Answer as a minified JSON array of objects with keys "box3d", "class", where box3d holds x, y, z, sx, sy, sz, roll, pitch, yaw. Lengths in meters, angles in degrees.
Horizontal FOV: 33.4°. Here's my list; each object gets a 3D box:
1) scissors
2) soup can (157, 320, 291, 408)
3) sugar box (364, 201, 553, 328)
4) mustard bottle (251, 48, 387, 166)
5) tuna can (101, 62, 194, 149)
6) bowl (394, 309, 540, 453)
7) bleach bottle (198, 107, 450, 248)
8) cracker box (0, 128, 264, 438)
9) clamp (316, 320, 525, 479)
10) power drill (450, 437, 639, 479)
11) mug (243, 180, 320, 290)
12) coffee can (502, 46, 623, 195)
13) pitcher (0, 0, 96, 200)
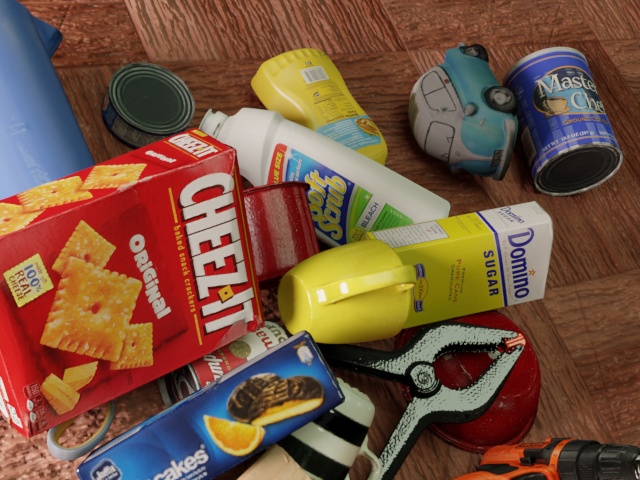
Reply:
[{"box3d":[-0.189,0.099,0.877,0.096,0.016,0.201,13,37,3],"class":"scissors"},{"box3d":[-0.076,0.112,0.898,0.102,0.069,0.068,-15,66,-35],"class":"soup can"},{"box3d":[0.128,0.025,0.997,0.176,0.093,0.048,-10,35,-13],"class":"sugar box"},{"box3d":[0.015,-0.109,1.104,0.096,0.058,0.192,-19,69,-43],"class":"mustard bottle"},{"box3d":[-0.168,-0.129,1.036,0.086,0.034,0.086,14,53,-20],"class":"tuna can"},{"box3d":[0.154,0.119,1.025,0.162,0.055,0.162,14,54,-19],"class":"bowl"},{"box3d":[-0.005,-0.051,1.039,0.251,0.103,0.068,28,28,-1],"class":"bleach bottle"},{"box3d":[-0.154,0.029,0.802,0.213,0.164,0.072,-24,32,-28],"class":"cracker box"},{"box3d":[0.089,0.138,0.948,0.210,0.036,0.164,-14,68,-7],"class":"clamp"},{"box3d":[0.154,0.210,0.880,0.187,0.185,0.057,-10,83,-34],"class":"power drill"},{"box3d":[-0.056,0.001,0.973,0.117,0.093,0.081,-15,81,6],"class":"mug"},{"box3d":[0.278,-0.138,1.236,0.102,0.103,0.140,4,57,-26],"class":"coffee can"},{"box3d":[-0.265,-0.067,0.887,0.243,0.149,0.144,61,20,15],"class":"pitcher"}]
